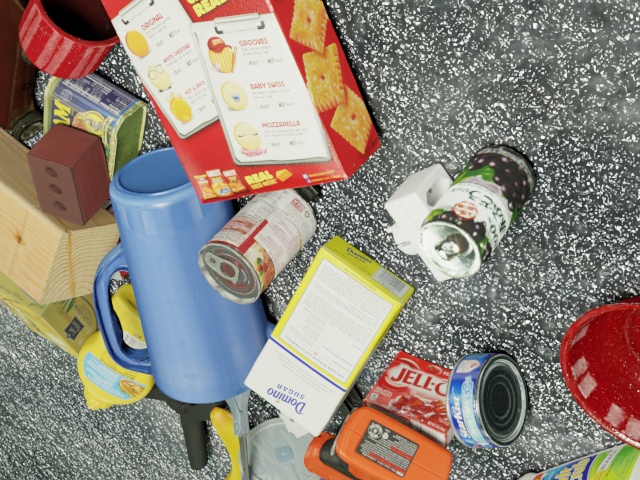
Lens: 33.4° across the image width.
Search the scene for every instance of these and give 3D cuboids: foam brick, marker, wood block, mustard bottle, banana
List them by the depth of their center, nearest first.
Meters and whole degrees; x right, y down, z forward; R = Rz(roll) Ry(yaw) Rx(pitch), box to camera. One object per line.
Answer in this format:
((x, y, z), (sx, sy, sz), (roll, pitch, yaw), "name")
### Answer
((-0.043, -0.080, 0.967), (0.121, 0.020, 0.020), (47, 141, -6), "marker")
((-0.242, -0.064, 1.036), (0.053, 0.051, 0.078), (18, 138, 20), "foam brick")
((-0.322, -0.030, 1.145), (0.206, 0.090, 0.091), (36, 117, 25), "wood block")
((-0.234, 0.141, 1.263), (0.096, 0.058, 0.192), (31, 125, -7), "mustard bottle")
((-0.106, 0.273, 1.320), (0.069, 0.037, 0.198), (-1, 134, -12), "banana")

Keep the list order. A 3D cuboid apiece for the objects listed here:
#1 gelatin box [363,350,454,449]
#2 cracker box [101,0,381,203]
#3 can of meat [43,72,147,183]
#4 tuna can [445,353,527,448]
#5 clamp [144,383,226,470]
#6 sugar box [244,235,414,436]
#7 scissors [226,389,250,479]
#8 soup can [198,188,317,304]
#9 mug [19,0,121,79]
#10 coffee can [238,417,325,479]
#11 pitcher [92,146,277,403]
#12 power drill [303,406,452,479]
((0.097, 0.151, 1.023), (0.089, 0.073, 0.030), (21, 137, 25), "gelatin box")
((-0.066, -0.145, 0.871), (0.164, 0.072, 0.213), (-8, 116, 38), "cracker box")
((-0.223, -0.115, 1.057), (0.084, 0.057, 0.102), (31, 141, 9), "can of meat")
((0.151, 0.144, 0.960), (0.034, 0.086, 0.086), (-8, 120, 42), "tuna can")
((-0.164, 0.202, 1.317), (0.164, 0.036, 0.210), (48, 139, -5), "clamp")
((0.006, 0.093, 1.019), (0.093, 0.048, 0.176), (35, 120, 10), "sugar box")
((-0.097, 0.197, 1.189), (0.096, 0.016, 0.202), (1, 90, 60), "scissors")
((-0.056, 0.001, 0.988), (0.069, 0.102, 0.068), (23, 138, 22), "soup can")
((-0.228, -0.205, 0.953), (0.117, 0.093, 0.082), (49, 146, -5), "mug")
((-0.040, 0.289, 1.242), (0.103, 0.102, 0.140), (22, 137, 23), "coffee can")
((-0.140, 0.035, 1.065), (0.145, 0.149, 0.243), (23, 136, 41), "pitcher")
((0.073, 0.233, 1.044), (0.184, 0.057, 0.188), (26, 157, 6), "power drill")
